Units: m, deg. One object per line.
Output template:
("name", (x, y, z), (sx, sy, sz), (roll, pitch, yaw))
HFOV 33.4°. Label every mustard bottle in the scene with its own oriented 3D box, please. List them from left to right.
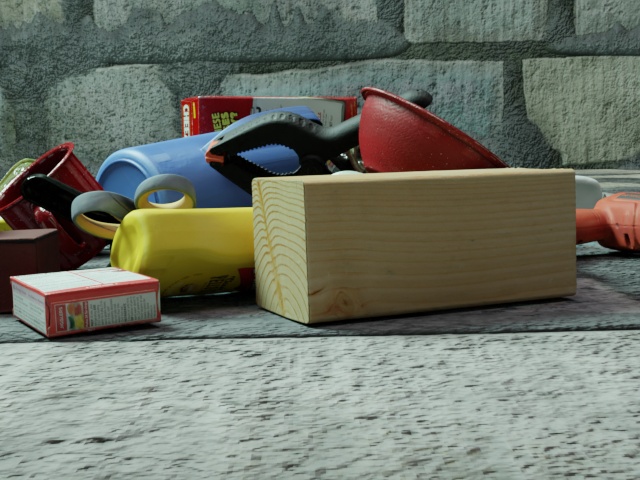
("mustard bottle", (-0.051, 0.008, 0.783), (0.191, 0.058, 0.096), (-3, -22, -26))

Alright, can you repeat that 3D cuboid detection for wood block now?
("wood block", (0.066, -0.002, 0.733), (0.205, 0.091, 0.090), (-4, 6, -24))

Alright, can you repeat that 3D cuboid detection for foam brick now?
("foam brick", (-0.220, 0.021, 0.765), (0.053, 0.051, 0.078), (-2, 6, -2))

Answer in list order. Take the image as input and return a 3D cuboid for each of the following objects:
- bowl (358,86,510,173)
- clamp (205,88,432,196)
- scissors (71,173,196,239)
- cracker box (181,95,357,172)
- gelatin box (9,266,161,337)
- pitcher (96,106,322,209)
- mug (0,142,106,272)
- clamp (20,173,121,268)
("bowl", (0.088, -0.059, 0.875), (0.162, 0.055, 0.162), (32, -1, 1))
("clamp", (0.001, -0.080, 0.987), (0.210, 0.165, 0.036), (13, 28, 1))
("scissors", (-0.101, -0.010, 0.812), (0.096, 0.016, 0.201), (-24, -24, 28))
("cracker box", (-0.059, -0.094, 1.308), (0.213, 0.164, 0.072), (-4, 5, -27))
("gelatin box", (-0.152, 0.038, 0.686), (0.073, 0.030, 0.089), (-6, 7, -30))
("pitcher", (-0.106, -0.059, 1.104), (0.145, 0.149, 0.242), (4, 11, 38))
("mug", (-0.223, -0.022, 0.919), (0.093, 0.081, 0.117), (-38, 23, 0))
("clamp", (-0.166, -0.010, 0.876), (0.039, 0.120, 0.171), (-42, -13, 19))
